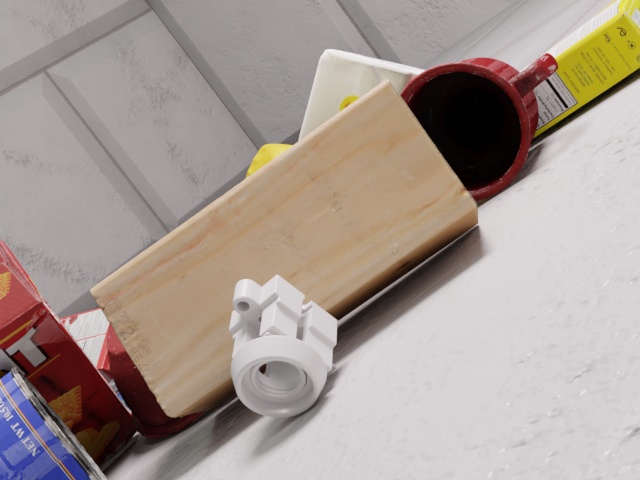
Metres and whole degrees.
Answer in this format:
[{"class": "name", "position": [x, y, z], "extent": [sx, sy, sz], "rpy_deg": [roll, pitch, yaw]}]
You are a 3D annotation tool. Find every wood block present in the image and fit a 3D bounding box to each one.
[{"class": "wood block", "position": [-0.017, 0.009, 0.630], "extent": [0.206, 0.090, 0.090], "rpy_deg": [-35, -10, 4]}]

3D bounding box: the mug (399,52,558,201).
[{"class": "mug", "position": [0.111, -0.087, 0.725], "extent": [0.117, 0.093, 0.081], "rpy_deg": [-41, -1, 26]}]

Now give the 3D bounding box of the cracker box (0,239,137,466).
[{"class": "cracker box", "position": [-0.226, 0.117, 0.705], "extent": [0.164, 0.072, 0.213], "rpy_deg": [-38, -29, -14]}]

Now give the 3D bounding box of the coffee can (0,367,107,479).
[{"class": "coffee can", "position": [-0.199, 0.155, 0.604], "extent": [0.140, 0.103, 0.103], "rpy_deg": [-38, 7, -14]}]

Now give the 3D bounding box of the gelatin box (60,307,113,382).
[{"class": "gelatin box", "position": [-0.212, 0.100, 0.958], "extent": [0.089, 0.030, 0.073], "rpy_deg": [-16, 43, 26]}]

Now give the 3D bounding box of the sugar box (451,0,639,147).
[{"class": "sugar box", "position": [0.168, -0.111, 0.796], "extent": [0.176, 0.048, 0.093], "rpy_deg": [-37, 4, 29]}]

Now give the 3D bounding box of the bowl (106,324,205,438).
[{"class": "bowl", "position": [-0.099, 0.054, 0.743], "extent": [0.162, 0.055, 0.162], "rpy_deg": [-39, 28, 25]}]
